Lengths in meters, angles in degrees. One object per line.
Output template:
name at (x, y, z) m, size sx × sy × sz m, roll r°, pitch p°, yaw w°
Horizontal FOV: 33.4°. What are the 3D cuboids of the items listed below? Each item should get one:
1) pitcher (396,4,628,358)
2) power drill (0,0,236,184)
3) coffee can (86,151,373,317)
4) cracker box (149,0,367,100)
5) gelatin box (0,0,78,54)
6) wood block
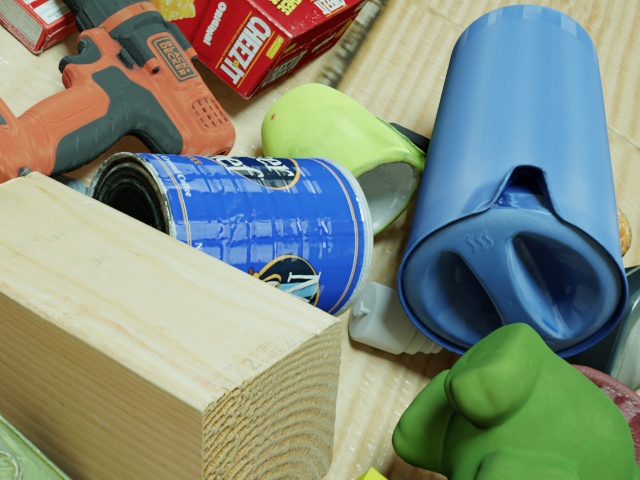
pitcher at (0.129, -0.040, 0.710) m, size 0.145 × 0.149 × 0.242 m, roll 38°, pitch 41°, yaw -23°
power drill at (-0.160, -0.104, 0.650) m, size 0.187 × 0.057 × 0.184 m, roll -29°, pitch 79°, yaw -45°
coffee can at (-0.054, 0.001, 0.625) m, size 0.140 × 0.103 × 0.103 m, roll -2°, pitch 57°, yaw -39°
cracker box at (-0.083, -0.215, 0.798) m, size 0.214 × 0.072 × 0.164 m, roll 42°, pitch 34°, yaw 3°
gelatin box at (-0.200, -0.178, 0.735) m, size 0.089 × 0.030 × 0.073 m, roll 42°, pitch 44°, yaw 0°
wood block at (-0.099, 0.051, 0.506) m, size 0.206 × 0.091 × 0.090 m, roll 24°, pitch 35°, yaw 32°
